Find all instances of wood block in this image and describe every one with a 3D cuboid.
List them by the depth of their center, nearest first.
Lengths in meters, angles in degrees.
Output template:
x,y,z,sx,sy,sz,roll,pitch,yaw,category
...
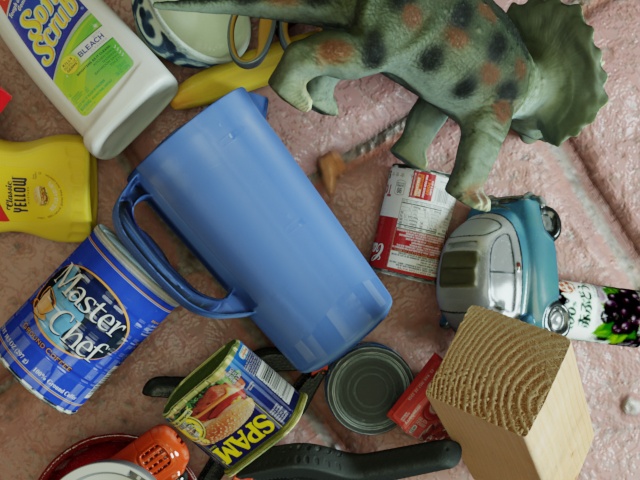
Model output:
x,y,z,sx,sy,sz,roll,pitch,yaw,category
0.169,0.150,0.915,0.091,0.206,0.090,19,68,29,wood block

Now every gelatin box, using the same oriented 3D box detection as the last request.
x,y,z,sx,sy,sz,roll,pitch,yaw,category
0.109,0.152,0.987,0.073,0.089,0.030,-51,53,-2,gelatin box

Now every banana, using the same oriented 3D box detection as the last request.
x,y,z,sx,sy,sz,roll,pitch,yaw,category
-0.043,-0.162,0.978,0.198,0.069,0.037,-15,102,10,banana

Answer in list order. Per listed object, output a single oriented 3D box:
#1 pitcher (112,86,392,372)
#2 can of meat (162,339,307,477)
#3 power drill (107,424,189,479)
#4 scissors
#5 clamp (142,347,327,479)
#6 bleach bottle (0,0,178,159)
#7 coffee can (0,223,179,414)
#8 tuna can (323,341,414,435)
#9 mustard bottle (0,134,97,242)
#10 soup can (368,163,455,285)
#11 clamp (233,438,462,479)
x,y,z,sx,sy,sz,roll,pitch,yaw,category
-0.056,0.001,0.944,0.149,0.145,0.243,-37,93,19,pitcher
-0.077,0.145,0.935,0.084,0.057,0.102,43,119,-11,can of meat
-0.156,0.282,0.931,0.184,0.057,0.187,-37,93,-1,power drill
-0.024,-0.243,0.945,0.096,0.016,0.202,17,84,6,scissors
-0.069,0.161,1.000,0.171,0.039,0.120,-18,107,-5,clamp
-0.245,-0.193,0.949,0.102,0.068,0.251,-45,82,0,bleach bottle
-0.209,0.070,0.957,0.103,0.103,0.140,44,89,-3,coffee can
0.046,0.139,1.007,0.086,0.034,0.086,0,91,-3,tuna can
-0.302,-0.050,0.969,0.191,0.058,0.096,2,110,-2,mustard bottle
0.087,-0.015,0.989,0.068,0.068,0.102,13,90,-4,soup can
0.027,0.222,0.976,0.210,0.164,0.036,0,54,11,clamp
